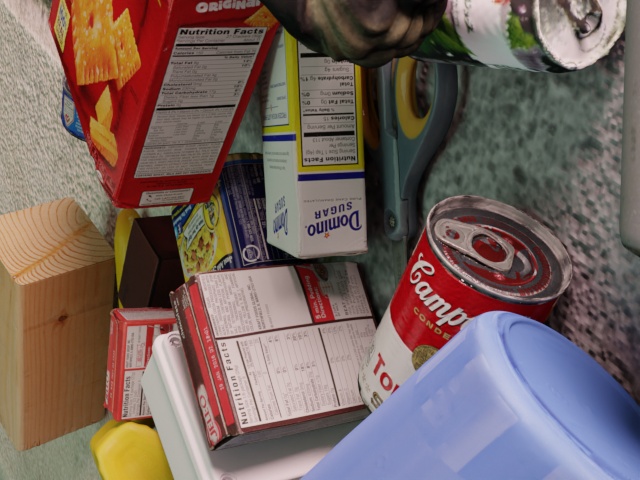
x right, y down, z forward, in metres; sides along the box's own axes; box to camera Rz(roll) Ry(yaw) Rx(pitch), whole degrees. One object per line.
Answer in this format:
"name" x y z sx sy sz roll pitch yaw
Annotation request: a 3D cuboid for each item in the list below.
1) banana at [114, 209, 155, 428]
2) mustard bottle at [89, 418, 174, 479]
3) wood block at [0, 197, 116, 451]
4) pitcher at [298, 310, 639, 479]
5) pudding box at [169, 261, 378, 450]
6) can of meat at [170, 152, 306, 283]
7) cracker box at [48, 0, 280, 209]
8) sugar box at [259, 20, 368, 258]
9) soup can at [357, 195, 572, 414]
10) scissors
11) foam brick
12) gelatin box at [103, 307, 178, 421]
"banana" -0.149 0.075 0.872 0.070 0.037 0.198 16 109 56
"mustard bottle" -0.135 0.180 0.819 0.096 0.058 0.192 46 164 -4
"wood block" -0.245 0.077 0.948 0.090 0.090 0.206 45 138 34
"pitcher" 0.032 0.153 0.436 0.149 0.144 0.243 45 111 13
"pudding box" -0.019 0.060 0.587 0.039 0.113 0.090 -38 64 51
"can of meat" -0.055 0.001 0.690 0.102 0.057 0.084 -39 61 54
"cracker box" -0.092 -0.145 0.598 0.164 0.072 0.214 66 149 28
"sugar box" -0.007 -0.082 0.590 0.093 0.048 0.176 -156 60 -76
"soup can" 0.063 0.039 0.494 0.068 0.068 0.102 56 139 37
"scissors" 0.050 -0.021 0.552 0.096 0.016 0.202 -22 76 63
"foam brick" -0.113 0.026 0.793 0.053 0.051 0.078 54 137 41
"gelatin box" -0.105 0.084 0.750 0.030 0.089 0.073 31 118 57
